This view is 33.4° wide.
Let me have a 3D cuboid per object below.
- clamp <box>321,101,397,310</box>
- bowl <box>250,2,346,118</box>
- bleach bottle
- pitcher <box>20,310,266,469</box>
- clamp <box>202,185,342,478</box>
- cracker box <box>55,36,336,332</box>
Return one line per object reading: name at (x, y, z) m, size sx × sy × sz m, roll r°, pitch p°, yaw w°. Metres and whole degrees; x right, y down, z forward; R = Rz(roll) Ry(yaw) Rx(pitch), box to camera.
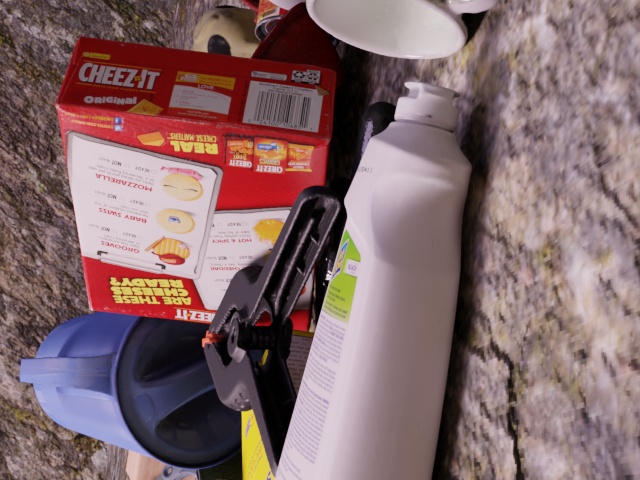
clamp at (0.019, 0.014, 0.642) m, size 0.120 × 0.039 × 0.171 m, roll 106°, pitch 174°, yaw -76°
bowl at (-0.027, -0.093, 0.794) m, size 0.162 × 0.055 × 0.162 m, roll -58°, pitch -5°, yaw -9°
bleach bottle at (0.030, 0.048, 0.516) m, size 0.103 × 0.068 × 0.251 m, roll -166°, pitch 88°, yaw -74°
pitcher at (-0.164, 0.113, 0.895) m, size 0.144 × 0.149 × 0.243 m, roll -46°, pitch 20°, yaw -28°
clamp at (-0.036, 0.069, 0.662) m, size 0.210 × 0.036 × 0.164 m, roll 147°, pitch 130°, yaw -66°
cracker box at (-0.079, -0.029, 0.717) m, size 0.214 × 0.164 × 0.072 m, roll 96°, pitch 180°, yaw -53°
